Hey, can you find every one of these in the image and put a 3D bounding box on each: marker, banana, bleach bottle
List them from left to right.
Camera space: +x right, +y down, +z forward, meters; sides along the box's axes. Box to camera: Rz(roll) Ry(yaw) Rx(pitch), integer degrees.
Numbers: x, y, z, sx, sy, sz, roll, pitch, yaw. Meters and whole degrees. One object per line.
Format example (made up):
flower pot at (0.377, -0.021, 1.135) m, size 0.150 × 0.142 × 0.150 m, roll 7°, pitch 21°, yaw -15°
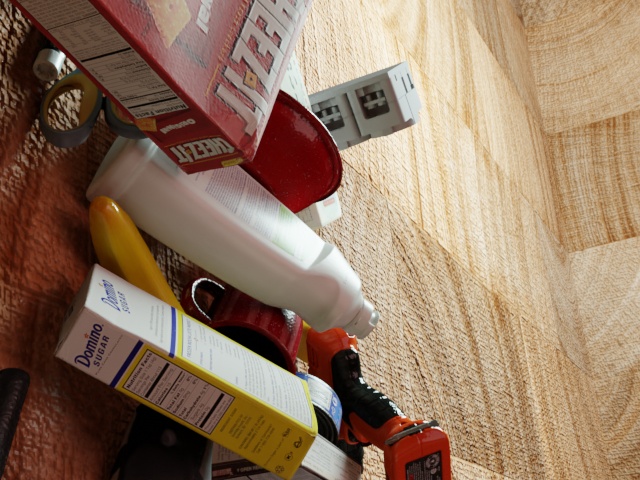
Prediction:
marker at (-0.191, -0.164, 0.802) m, size 0.020 × 0.020 × 0.121 m, roll 56°, pitch 28°, yaw -39°
banana at (-0.119, 0.050, 0.787) m, size 0.037 × 0.070 × 0.198 m, roll -37°, pitch 109°, yaw -25°
bleach bottle at (-0.055, 0.001, 0.832) m, size 0.250 × 0.068 × 0.102 m, roll 38°, pitch 32°, yaw -17°

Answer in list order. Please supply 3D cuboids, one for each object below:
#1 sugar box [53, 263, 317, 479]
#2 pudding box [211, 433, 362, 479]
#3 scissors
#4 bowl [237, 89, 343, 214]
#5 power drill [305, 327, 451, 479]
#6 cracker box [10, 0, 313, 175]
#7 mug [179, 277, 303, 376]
sugar box at (-0.088, 0.087, 0.714) m, size 0.176 × 0.048 × 0.093 m, roll 29°, pitch 10°, yaw -13°
pudding box at (-0.028, 0.190, 0.875) m, size 0.113 × 0.090 × 0.039 m, roll 44°, pitch 38°, yaw -52°
scissors at (-0.151, -0.135, 0.805) m, size 0.016 × 0.096 × 0.201 m, roll 98°, pitch 2°, yaw -45°
bowl at (-0.064, -0.066, 0.896) m, size 0.162 × 0.162 × 0.055 m, roll 56°, pitch 51°, yaw -39°
power drill at (0.045, 0.184, 0.957) m, size 0.188 × 0.057 × 0.184 m, roll 38°, pitch -38°, yaw 54°
cracker box at (-0.103, -0.174, 0.718) m, size 0.213 × 0.072 × 0.164 m, roll 46°, pitch 51°, yaw -40°
mug at (-0.068, 0.076, 0.870) m, size 0.117 × 0.093 × 0.081 m, roll 43°, pitch 26°, yaw -13°
